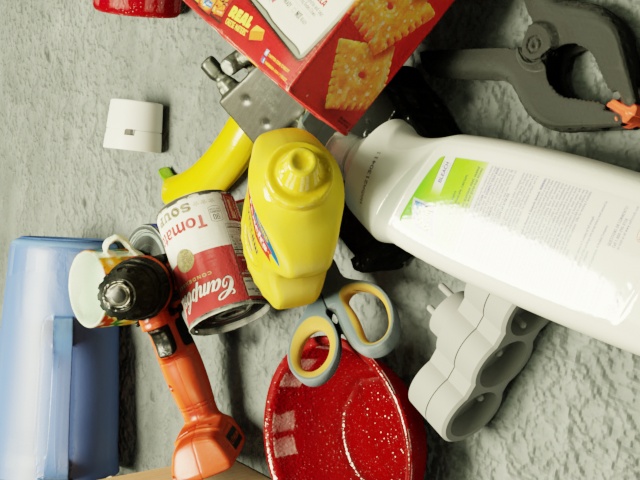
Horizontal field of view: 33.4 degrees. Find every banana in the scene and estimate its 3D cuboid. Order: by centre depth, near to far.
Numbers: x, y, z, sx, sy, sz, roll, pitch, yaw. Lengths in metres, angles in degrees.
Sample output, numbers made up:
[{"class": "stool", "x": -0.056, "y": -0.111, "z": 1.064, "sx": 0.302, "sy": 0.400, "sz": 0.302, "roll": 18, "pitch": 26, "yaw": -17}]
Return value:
[{"class": "banana", "x": -0.094, "y": -0.074, "z": 0.939, "sx": 0.198, "sy": 0.037, "sz": 0.069, "roll": -33, "pitch": 67, "yaw": 45}]

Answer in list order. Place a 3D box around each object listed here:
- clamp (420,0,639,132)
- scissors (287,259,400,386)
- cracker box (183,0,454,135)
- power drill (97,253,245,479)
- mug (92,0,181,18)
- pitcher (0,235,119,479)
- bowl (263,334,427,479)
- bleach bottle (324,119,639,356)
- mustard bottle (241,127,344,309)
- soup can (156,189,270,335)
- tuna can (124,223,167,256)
[{"class": "clamp", "x": 0.134, "y": -0.116, "z": 0.673, "sx": 0.120, "sy": 0.039, "sz": 0.171, "roll": -57, "pitch": 50, "yaw": 34}, {"class": "scissors", "x": -0.008, "y": 0.037, "z": 0.799, "sx": 0.096, "sy": 0.016, "sz": 0.202, "roll": -44, "pitch": 38, "yaw": -1}, {"class": "cracker box", "x": 0.026, "y": -0.198, "z": 0.706, "sx": 0.214, "sy": 0.072, "sz": 0.164, "roll": -51, "pitch": 44, "yaw": 6}, {"class": "power drill", "x": -0.122, "y": 0.101, "z": 0.879, "sx": 0.057, "sy": 0.184, "sz": 0.187, "roll": -18, "pitch": 91, "yaw": 5}, {"class": "mug", "x": -0.168, "y": -0.253, "z": 0.990, "sx": 0.117, "sy": 0.093, "sz": 0.081, "roll": -118, "pitch": 32, "yaw": -71}, {"class": "pitcher", "x": -0.261, "y": 0.119, "z": 1.068, "sx": 0.149, "sy": 0.144, "sz": 0.243, "roll": 4, "pitch": 91, "yaw": 31}, {"class": "bowl", "x": 0.027, "y": 0.148, "z": 0.793, "sx": 0.162, "sy": 0.055, "sz": 0.162, "roll": 2, "pitch": 93, "yaw": 49}, {"class": "bleach bottle", "x": 0.108, "y": -0.021, "z": 0.638, "sx": 0.251, "sy": 0.068, "sz": 0.102, "roll": 26, "pitch": 95, "yaw": 33}, {"class": "mustard bottle", "x": -0.019, "y": -0.020, "z": 0.696, "sx": 0.192, "sy": 0.058, "sz": 0.096, "roll": 111, "pitch": 148, "yaw": -74}, {"class": "soup can", "x": -0.088, "y": 0.018, "z": 0.866, "sx": 0.069, "sy": 0.068, "sz": 0.102, "roll": -36, "pitch": 67, "yaw": 44}, {"class": "tuna can", "x": -0.152, "y": 0.026, "z": 1.012, "sx": 0.086, "sy": 0.033, "sz": 0.086, "roll": 2, "pitch": 93, "yaw": 49}]
